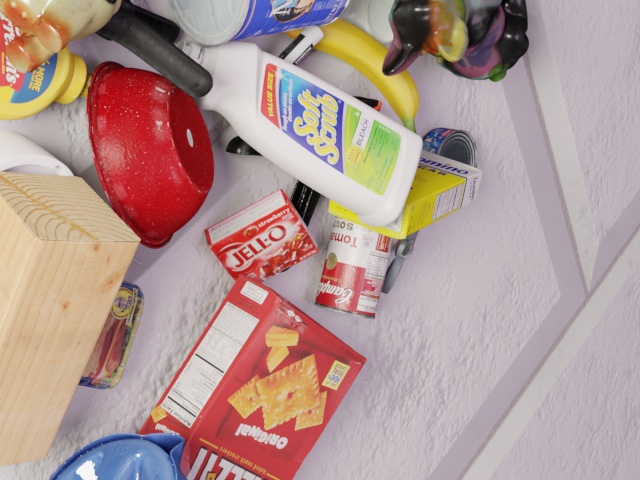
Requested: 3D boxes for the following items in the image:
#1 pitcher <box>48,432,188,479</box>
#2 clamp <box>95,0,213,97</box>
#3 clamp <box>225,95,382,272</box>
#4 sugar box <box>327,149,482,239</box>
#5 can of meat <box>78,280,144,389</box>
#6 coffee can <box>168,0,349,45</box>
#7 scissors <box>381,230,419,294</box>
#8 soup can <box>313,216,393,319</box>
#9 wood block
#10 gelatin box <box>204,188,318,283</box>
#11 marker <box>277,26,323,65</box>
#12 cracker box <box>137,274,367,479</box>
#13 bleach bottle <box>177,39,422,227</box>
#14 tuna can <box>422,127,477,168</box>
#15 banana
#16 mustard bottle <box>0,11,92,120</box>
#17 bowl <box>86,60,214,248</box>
[{"bbox_3d":[-0.142,0.293,0.927,0.145,0.149,0.242,-98,165,-48],"label":"pitcher"},{"bbox_3d":[-0.167,-0.183,0.866,0.171,0.120,0.039,33,100,-29],"label":"clamp"},{"bbox_3d":[-0.011,-0.091,1.087,0.209,0.036,0.164,-50,139,-25],"label":"clamp"},{"bbox_3d":[0.095,-0.055,1.150,0.175,0.093,0.048,-29,134,-52],"label":"sugar box"},{"bbox_3d":[-0.204,0.073,0.904,0.083,0.058,0.102,24,83,-51],"label":"can of meat"},{"bbox_3d":[-0.053,-0.235,0.954,0.140,0.103,0.103,-21,115,-43],"label":"coffee can"},{"bbox_3d":[0.084,0.026,1.163,0.096,0.016,0.201,-65,177,12],"label":"scissors"},{"bbox_3d":[0.037,0.028,1.151,0.068,0.069,0.102,14,89,-49],"label":"soup can"},{"bbox_3d":[-0.227,0.061,0.793,0.090,0.091,0.206,1,123,-48],"label":"wood block"},{"bbox_3d":[-0.057,0.001,1.035,0.089,0.030,0.073,-28,131,4],"label":"gelatin box"},{"bbox_3d":[-0.044,-0.161,1.025,0.121,0.020,0.020,-47,133,-8],"label":"marker"},{"bbox_3d":[-0.068,0.165,1.048,0.164,0.072,0.213,40,79,-45],"label":"cracker box"},{"bbox_3d":[-0.027,-0.108,0.993,0.250,0.068,0.102,26,75,-24],"label":"bleach bottle"},{"bbox_3d":[0.149,-0.091,1.269,0.085,0.034,0.086,-16,112,-45],"label":"tuna can"},{"bbox_3d":[0.042,-0.184,1.100,0.197,0.037,0.069,36,42,-29],"label":"banana"},{"bbox_3d":[-0.247,-0.142,0.796,0.191,0.058,0.096,16,75,-49],"label":"mustard bottle"},{"bbox_3d":[-0.131,-0.077,0.884,0.162,0.055,0.162,-14,90,-76],"label":"bowl"}]
